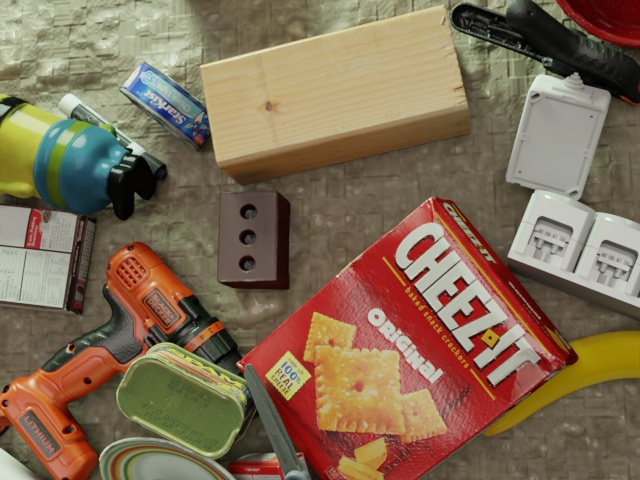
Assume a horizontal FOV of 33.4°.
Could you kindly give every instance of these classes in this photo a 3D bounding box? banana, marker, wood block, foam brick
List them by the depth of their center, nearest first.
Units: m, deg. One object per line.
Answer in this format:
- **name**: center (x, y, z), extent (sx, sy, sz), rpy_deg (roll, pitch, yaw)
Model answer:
- **banana**: center (0.219, 0.110, 0.849), extent (0.198, 0.037, 0.069), rpy_deg (-9, 80, 9)
- **wood block**: center (0.015, -0.118, 0.893), extent (0.206, 0.090, 0.091), rpy_deg (-12, 81, 8)
- **foam brick**: center (-0.056, 0.001, 0.907), extent (0.053, 0.051, 0.078), rpy_deg (-1, 81, 10)
- **marker**: center (-0.186, -0.092, 0.961), extent (0.121, 0.020, 0.020), rpy_deg (36, 89, 13)

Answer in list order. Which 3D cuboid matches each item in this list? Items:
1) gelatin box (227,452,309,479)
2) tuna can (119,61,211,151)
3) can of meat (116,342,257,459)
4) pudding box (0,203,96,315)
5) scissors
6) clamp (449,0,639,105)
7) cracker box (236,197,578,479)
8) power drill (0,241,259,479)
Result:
- **gelatin box**: center (-0.031, 0.215, 0.853), extent (0.073, 0.030, 0.089), rpy_deg (-14, 95, 51)
- **tuna can**: center (-0.129, -0.116, 0.921), extent (0.086, 0.086, 0.034), rpy_deg (37, 87, 13)
- **can of meat**: center (-0.103, 0.125, 0.832), extent (0.102, 0.084, 0.057), rpy_deg (27, 90, 2)
- **pudding box**: center (-0.264, 0.015, 0.950), extent (0.113, 0.039, 0.090), rpy_deg (6, 83, 13)
- **scissors**: center (-0.026, 0.200, 0.807), extent (0.096, 0.016, 0.202), rpy_deg (-42, 80, 22)
- **clamp**: center (0.193, -0.153, 0.848), extent (0.171, 0.120, 0.039), rpy_deg (20, 99, -9)
- **cracker box**: center (0.065, 0.095, 0.841), extent (0.214, 0.072, 0.164), rpy_deg (-41, 76, 16)
- **power drill**: center (-0.162, 0.123, 0.907), extent (0.187, 0.057, 0.184), rpy_deg (-41, 80, 0)
